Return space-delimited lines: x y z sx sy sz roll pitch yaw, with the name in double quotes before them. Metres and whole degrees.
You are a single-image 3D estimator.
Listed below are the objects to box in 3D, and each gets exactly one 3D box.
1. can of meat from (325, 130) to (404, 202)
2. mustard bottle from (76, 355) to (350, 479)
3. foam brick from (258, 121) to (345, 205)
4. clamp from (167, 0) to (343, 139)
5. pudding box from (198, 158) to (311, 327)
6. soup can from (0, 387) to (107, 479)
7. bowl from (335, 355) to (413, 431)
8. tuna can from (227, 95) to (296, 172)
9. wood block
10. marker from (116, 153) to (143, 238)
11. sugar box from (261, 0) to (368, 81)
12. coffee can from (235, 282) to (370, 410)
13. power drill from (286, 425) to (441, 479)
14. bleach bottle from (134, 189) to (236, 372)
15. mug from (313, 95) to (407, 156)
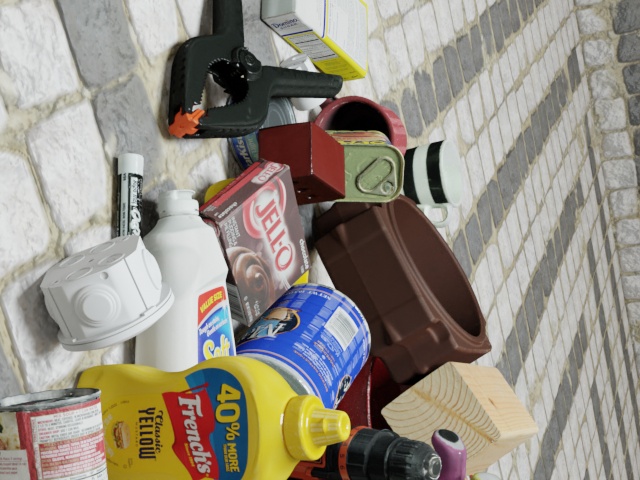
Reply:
"can of meat" 0.026 -0.076 1.054 0.084 0.102 0.057 -101 -168 -73
"mustard bottle" -0.071 0.125 0.699 0.058 0.192 0.096 20 66 -63
"foam brick" -0.016 -0.068 0.957 0.078 0.053 0.051 28 58 -61
"clamp" -0.076 -0.157 0.924 0.164 0.036 0.209 52 41 -7
"pudding box" -0.056 0.001 0.900 0.089 0.039 0.113 -42 138 -34
"soup can" -0.162 0.145 0.644 0.068 0.069 0.102 -5 89 -66
"bowl" 0.058 0.184 1.141 0.161 0.055 0.162 -7 90 -66
"tuna can" -0.053 -0.104 0.993 0.086 0.034 0.086 -7 90 -66
"wood block" 0.153 0.190 1.123 0.091 0.090 0.205 56 13 19
"marker" -0.141 -0.004 0.787 0.020 0.020 0.121 25 61 -62
"sugar box" -0.003 -0.242 1.127 0.176 0.048 0.093 27 60 -58
"coffee can" -0.026 0.111 0.914 0.140 0.103 0.103 -49 128 -59
"power drill" 0.019 0.251 0.904 0.057 0.185 0.187 16 77 -44
"bleach bottle" -0.103 0.086 0.801 0.102 0.068 0.251 12 71 -65
"mug" 0.038 -0.116 1.151 0.117 0.093 0.081 48 17 10
